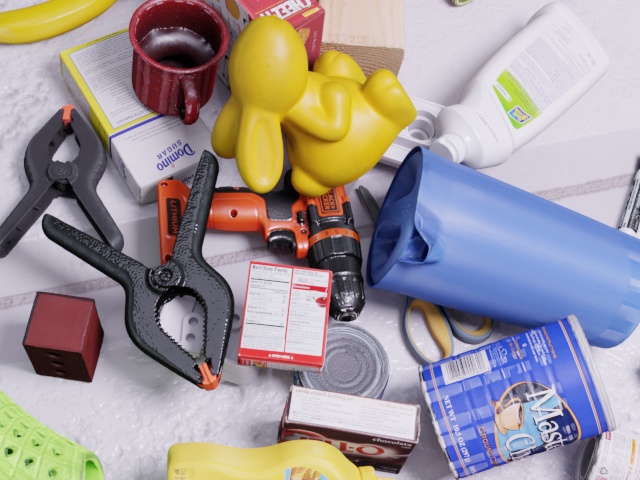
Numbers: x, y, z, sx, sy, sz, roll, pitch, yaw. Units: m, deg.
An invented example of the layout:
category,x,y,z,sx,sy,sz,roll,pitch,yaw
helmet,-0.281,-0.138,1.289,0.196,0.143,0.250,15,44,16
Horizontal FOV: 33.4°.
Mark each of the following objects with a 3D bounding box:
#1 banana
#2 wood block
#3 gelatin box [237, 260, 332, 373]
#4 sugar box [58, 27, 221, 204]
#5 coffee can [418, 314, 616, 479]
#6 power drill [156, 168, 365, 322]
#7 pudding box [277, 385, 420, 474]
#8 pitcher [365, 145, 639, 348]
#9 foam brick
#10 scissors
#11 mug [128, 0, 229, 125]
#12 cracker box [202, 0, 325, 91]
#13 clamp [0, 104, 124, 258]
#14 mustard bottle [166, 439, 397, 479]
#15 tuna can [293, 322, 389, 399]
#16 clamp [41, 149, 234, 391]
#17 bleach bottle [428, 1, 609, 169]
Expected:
category,x,y,z,sx,sy,sz,roll,pitch,yaw
banana,-0.276,-0.247,1.118,0.197,0.037,0.070,-22,68,-16
wood block,0.037,-0.262,1.128,0.090,0.091,0.206,4,62,-5
gelatin box,-0.030,0.065,0.917,0.073,0.030,0.089,6,67,-2
sugar box,-0.180,-0.127,1.063,0.093,0.048,0.176,-25,71,-20
coffee can,0.166,0.134,0.908,0.140,0.102,0.103,-20,65,8
power drill,-0.057,0.001,0.996,0.187,0.057,0.184,-3,53,-10
pudding box,0.022,0.162,0.910,0.113,0.090,0.039,8,62,-3
pitcher,0.171,0.010,0.978,0.242,0.145,0.149,19,61,-9
foam brick,-0.223,0.085,0.932,0.053,0.078,0.051,8,63,0
scissors,0.104,0.028,1.030,0.096,0.016,0.202,-7,64,-11
mug,-0.134,-0.163,1.016,0.093,0.082,0.117,-12,64,-19
cracker box,-0.085,-0.237,1.062,0.072,0.164,0.214,-33,70,-18
clamp,-0.256,-0.052,1.021,0.120,0.039,0.171,-5,57,-13
mustard bottle,-0.030,0.210,0.881,0.191,0.096,0.058,-1,23,-7
tuna can,0.019,0.118,0.964,0.086,0.034,0.086,2,63,-5
clamp,-0.125,0.027,0.920,0.164,0.036,0.210,-30,72,-9
bleach bottle,0.187,-0.146,1.063,0.102,0.068,0.250,50,54,4
